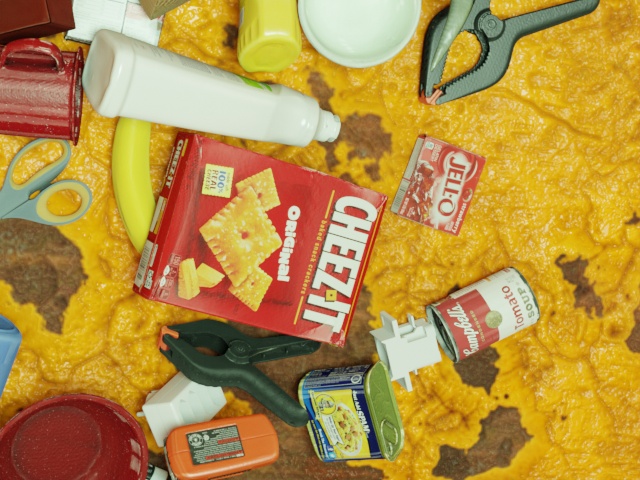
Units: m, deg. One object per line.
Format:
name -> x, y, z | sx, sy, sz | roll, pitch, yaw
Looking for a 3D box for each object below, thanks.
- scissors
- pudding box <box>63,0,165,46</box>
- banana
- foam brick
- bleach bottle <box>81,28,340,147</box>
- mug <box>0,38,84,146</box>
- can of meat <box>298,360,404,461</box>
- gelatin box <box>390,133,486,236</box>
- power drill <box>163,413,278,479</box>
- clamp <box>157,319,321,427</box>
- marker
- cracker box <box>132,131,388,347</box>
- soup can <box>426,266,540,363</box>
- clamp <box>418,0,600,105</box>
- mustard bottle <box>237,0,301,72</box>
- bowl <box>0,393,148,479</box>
scissors -> -0.307, -0.015, 1.040 | 0.096, 0.016, 0.202 | 44, 90, -16
pudding box -> -0.189, -0.236, 1.012 | 0.090, 0.039, 0.113 | 11, 96, -14
banana -> -0.169, -0.042, 1.057 | 0.069, 0.037, 0.198 | -28, 107, -24
foam brick -> -0.271, -0.213, 0.972 | 0.078, 0.051, 0.053 | -9, 92, 17
bleach bottle -> -0.091, -0.131, 1.005 | 0.250, 0.103, 0.068 | 12, 110, -29
mug -> -0.263, -0.142, 0.978 | 0.081, 0.117, 0.093 | 4, 61, -8
can of meat -> 0.032, 0.181, 1.114 | 0.084, 0.057, 0.102 | -9, 105, 26
gelatin box -> 0.124, -0.058, 1.119 | 0.073, 0.030, 0.089 | 19, 96, -15
power drill -> -0.092, 0.248, 1.070 | 0.184, 0.057, 0.188 | -8, 141, -20
clamp -> -0.080, 0.129, 1.074 | 0.171, 0.120, 0.039 | 9, 125, -10
marker -> -0.216, 0.224, 1.105 | 0.121, 0.020, 0.020 | 28, 94, -16
cracker box -> -0.057, 0.001, 1.047 | 0.213, 0.072, 0.164 | 16, 91, -23
soup can -> 0.173, 0.078, 1.137 | 0.102, 0.068, 0.068 | -25, 105, -8
clamp -> 0.165, -0.231, 1.091 | 0.164, 0.036, 0.210 | 44, 88, -11
mustard bottle -> -0.052, -0.261, 1.001 | 0.058, 0.096, 0.191 | -1, 79, -11
bowl -> -0.253, 0.214, 1.044 | 0.161, 0.055, 0.162 | -8, 110, -22
